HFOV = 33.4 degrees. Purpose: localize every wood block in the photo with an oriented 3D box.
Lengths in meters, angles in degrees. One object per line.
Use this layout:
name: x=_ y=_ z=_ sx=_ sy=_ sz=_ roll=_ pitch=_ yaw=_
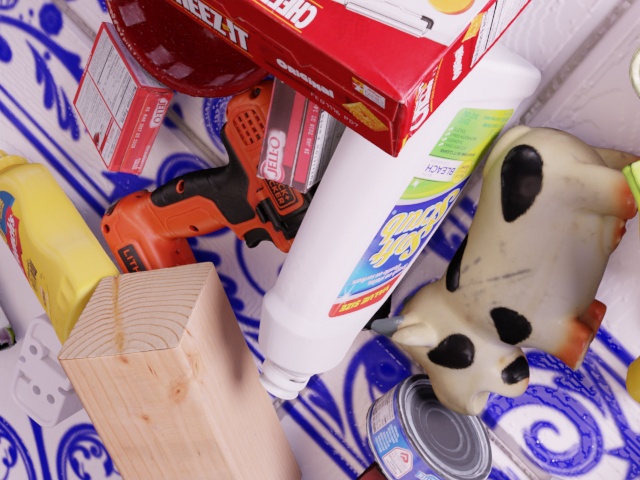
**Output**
wood block: x=-0.092 y=0.128 z=0.755 sx=0.090 sy=0.090 sz=0.206 roll=-8 pitch=123 yaw=19

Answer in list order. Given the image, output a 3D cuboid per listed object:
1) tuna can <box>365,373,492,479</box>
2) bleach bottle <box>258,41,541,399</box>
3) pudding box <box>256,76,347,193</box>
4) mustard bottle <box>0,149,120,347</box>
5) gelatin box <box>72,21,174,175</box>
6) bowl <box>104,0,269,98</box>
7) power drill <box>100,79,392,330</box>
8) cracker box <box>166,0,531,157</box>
tuna can: x=0.073 y=0.132 z=0.707 sx=0.086 sy=0.086 sz=0.034 roll=50 pitch=122 yaw=6
bleach bottle: x=0.032 y=-0.010 z=0.650 sx=0.068 sy=0.102 sz=0.251 roll=40 pitch=115 yaw=28
pudding box: x=0.007 y=-0.088 z=0.652 sx=0.039 sy=0.113 sz=0.090 roll=23 pitch=117 yaw=20
mustard bottle: x=-0.214 y=-0.003 z=0.830 sx=0.192 sy=0.058 sz=0.096 roll=52 pitch=150 yaw=29
gelatin box: x=-0.142 y=-0.102 z=0.767 sx=0.089 sy=0.030 sz=0.073 roll=56 pitch=130 yaw=38
bowl: x=-0.067 y=-0.178 z=0.700 sx=0.162 sy=0.055 sz=0.162 roll=11 pitch=112 yaw=28
power drill: x=-0.055 y=0.001 z=0.758 sx=0.188 sy=0.057 sz=0.184 roll=-25 pitch=95 yaw=33
cracker box: x=0.040 y=-0.172 z=0.554 sx=0.164 sy=0.213 sz=0.072 roll=36 pitch=164 yaw=15
